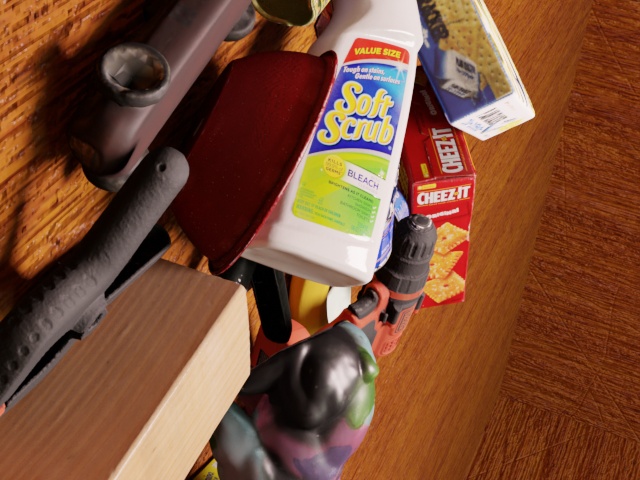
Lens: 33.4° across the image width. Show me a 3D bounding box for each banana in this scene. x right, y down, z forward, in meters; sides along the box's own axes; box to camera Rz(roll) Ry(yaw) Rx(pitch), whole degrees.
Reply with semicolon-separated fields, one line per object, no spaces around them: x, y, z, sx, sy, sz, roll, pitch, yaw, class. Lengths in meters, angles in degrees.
0.004;0.038;1.021;0.037;0.069;0.198;-113;-145;-46;banana

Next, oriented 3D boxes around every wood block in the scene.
-0.126;0.111;0.617;0.090;0.091;0.205;91;23;-44;wood block

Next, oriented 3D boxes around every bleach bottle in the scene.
0.015;-0.098;0.772;0.068;0.102;0.251;-13;-119;60;bleach bottle

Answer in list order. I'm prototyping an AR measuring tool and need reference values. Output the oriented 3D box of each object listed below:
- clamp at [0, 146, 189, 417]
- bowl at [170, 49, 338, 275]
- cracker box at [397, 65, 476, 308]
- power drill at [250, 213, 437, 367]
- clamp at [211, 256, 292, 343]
-0.127;0.024;0.559;0.171;0.039;0.120;-53;172;-33;clamp
-0.053;-0.061;0.674;0.162;0.055;0.162;-56;-165;23;bowl
0.111;-0.054;1.135;0.214;0.072;0.164;86;-6;-52;cracker box
0.025;0.071;0.985;0.187;0.057;0.185;-27;148;-35;power drill
-0.055;0.001;0.799;0.164;0.036;0.210;-31;129;-65;clamp
